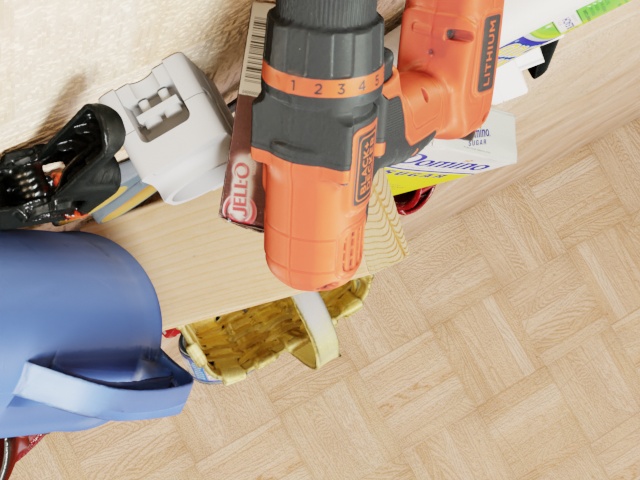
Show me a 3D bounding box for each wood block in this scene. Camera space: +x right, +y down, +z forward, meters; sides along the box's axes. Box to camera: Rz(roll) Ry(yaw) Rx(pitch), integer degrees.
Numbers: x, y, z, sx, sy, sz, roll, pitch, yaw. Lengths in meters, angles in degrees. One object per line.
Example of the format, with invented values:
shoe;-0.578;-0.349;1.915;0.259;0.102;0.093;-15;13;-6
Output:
wood block;-0.055;0.001;0.764;0.206;0.091;0.090;-17;180;24

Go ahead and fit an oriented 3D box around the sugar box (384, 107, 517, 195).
sugar box;0.055;-0.066;0.831;0.093;0.048;0.177;7;169;-40

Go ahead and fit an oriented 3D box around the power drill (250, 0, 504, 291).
power drill;0.031;-0.089;0.514;0.187;0.057;0.184;-39;142;-51

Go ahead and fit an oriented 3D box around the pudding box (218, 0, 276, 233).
pudding box;-0.012;-0.064;0.562;0.039;0.113;0.090;15;-170;17

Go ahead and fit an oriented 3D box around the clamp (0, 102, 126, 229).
clamp;-0.154;-0.027;0.535;0.120;0.039;0.171;-12;174;-9

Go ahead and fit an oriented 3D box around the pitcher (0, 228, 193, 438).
pitcher;-0.182;0.055;0.594;0.149;0.145;0.242;-22;172;11

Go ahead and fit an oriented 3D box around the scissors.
scissors;-0.099;-0.055;0.659;0.096;0.016;0.202;-23;172;-46
